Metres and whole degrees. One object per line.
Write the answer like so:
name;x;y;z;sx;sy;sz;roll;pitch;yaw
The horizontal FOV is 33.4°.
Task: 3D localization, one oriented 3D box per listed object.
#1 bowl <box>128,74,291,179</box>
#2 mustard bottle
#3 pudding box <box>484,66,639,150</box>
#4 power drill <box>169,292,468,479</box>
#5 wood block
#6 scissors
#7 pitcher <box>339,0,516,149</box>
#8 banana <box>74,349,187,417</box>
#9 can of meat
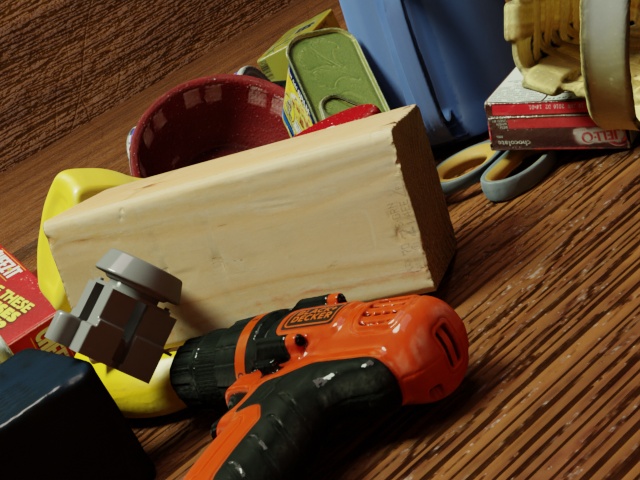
bowl;-0.073;-0.056;0.871;0.162;0.162;0.055;-34;-20;-21
mustard bottle;-0.098;-0.003;0.751;0.191;0.096;0.058;-4;28;-38
pudding box;0.167;-0.096;0.688;0.090;0.039;0.113;3;33;31
power drill;-0.047;0.090;0.464;0.185;0.057;0.187;-15;21;45
wood block;-0.037;-0.004;0.609;0.206;0.090;0.090;-13;12;19
scissors;0.142;-0.077;0.738;0.096;0.016;0.201;-9;24;35
pitcher;0.071;-0.194;0.818;0.144;0.243;0.149;-30;21;-20
banana;-0.113;0.082;0.650;0.069;0.037;0.198;-18;8;-37
can of meat;0.009;-0.096;0.821;0.057;0.102;0.084;-16;-26;-15
